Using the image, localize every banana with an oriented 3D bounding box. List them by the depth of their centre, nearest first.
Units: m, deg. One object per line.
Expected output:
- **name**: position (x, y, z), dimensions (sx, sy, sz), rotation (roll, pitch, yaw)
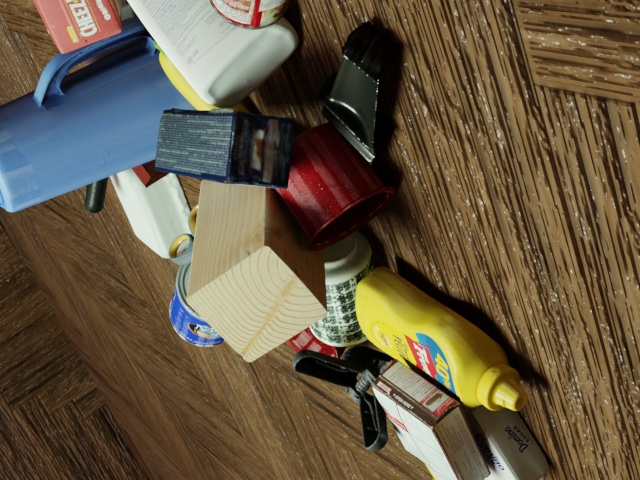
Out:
- **banana**: position (-0.100, -0.129, 1.082), dimensions (0.197, 0.037, 0.069), rotation (45, -166, -16)

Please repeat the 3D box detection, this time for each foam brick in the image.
- **foam brick**: position (-0.192, -0.109, 1.295), dimensions (0.053, 0.078, 0.051), rotation (54, 159, -1)

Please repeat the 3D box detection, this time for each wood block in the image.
- **wood block**: position (-0.056, 0.002, 0.987), dimensions (0.090, 0.091, 0.206), rotation (49, -161, -26)

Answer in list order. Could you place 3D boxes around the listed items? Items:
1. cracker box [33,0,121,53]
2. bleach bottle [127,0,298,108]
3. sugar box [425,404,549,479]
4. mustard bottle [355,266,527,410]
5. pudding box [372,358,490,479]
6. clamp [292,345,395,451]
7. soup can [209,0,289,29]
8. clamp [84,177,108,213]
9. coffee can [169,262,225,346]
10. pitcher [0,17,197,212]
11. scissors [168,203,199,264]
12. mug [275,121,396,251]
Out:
- **cracker box**: position (-0.259, -0.301, 1.059), dimensions (0.214, 0.072, 0.164), rotation (-111, 0, -59)
- **bleach bottle**: position (-0.128, -0.238, 0.965), dimensions (0.251, 0.103, 0.068), rotation (54, -166, 25)
- **sugar box**: position (0.147, 0.197, 1.057), dimensions (0.093, 0.048, 0.176), rotation (58, 156, -3)
- **mustard bottle**: position (0.113, 0.100, 0.968), dimensions (0.192, 0.058, 0.096), rotation (33, 151, 45)
- **pudding box**: position (0.103, 0.173, 0.988), dimensions (0.090, 0.039, 0.113), rotation (30, 157, 47)
- **clamp**: position (0.036, 0.139, 1.078), dimensions (0.120, 0.039, 0.171), rotation (49, -162, 2)
- **soup can**: position (-0.050, -0.221, 0.835), dimensions (0.068, 0.068, 0.102), rotation (52, 158, 10)
- **clamp**: position (-0.285, -0.145, 1.412), dimensions (0.210, 0.036, 0.164), rotation (132, 135, -54)
- **coffee can**: position (-0.148, 0.077, 1.436), dimensions (0.103, 0.102, 0.140), rotation (53, 159, 9)
- **pitcher**: position (-0.257, -0.134, 1.169), dimensions (0.149, 0.242, 0.145), rotation (66, 159, -6)
- **scissors**: position (-0.149, 0.022, 1.321), dimensions (0.016, 0.096, 0.202), rotation (34, -160, -30)
- **mug**: position (0.010, -0.049, 0.951), dimensions (0.081, 0.093, 0.117), rotation (56, -167, 13)
